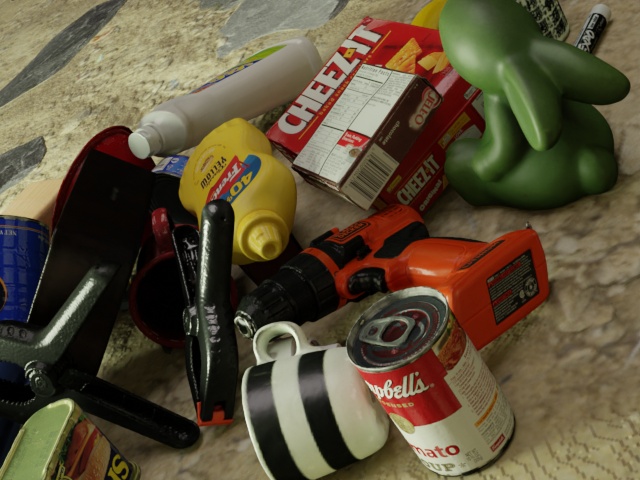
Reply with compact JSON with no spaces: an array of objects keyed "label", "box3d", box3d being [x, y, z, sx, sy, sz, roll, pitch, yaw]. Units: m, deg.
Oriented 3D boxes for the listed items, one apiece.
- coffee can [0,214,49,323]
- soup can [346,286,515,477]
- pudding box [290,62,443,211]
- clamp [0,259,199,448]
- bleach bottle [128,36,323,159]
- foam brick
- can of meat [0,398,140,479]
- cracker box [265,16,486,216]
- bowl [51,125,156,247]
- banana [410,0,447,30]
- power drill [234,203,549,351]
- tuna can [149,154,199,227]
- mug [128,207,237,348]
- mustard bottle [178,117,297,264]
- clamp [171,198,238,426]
[{"label":"coffee can","box3d":[-0.312,0.056,1.025,0.103,0.102,0.140,-13,73,33]},{"label":"soup can","box3d":[0.069,0.087,0.653,0.068,0.102,0.068,-25,30,15]},{"label":"pudding box","box3d":[0.037,-0.087,0.869,0.113,0.039,0.090,-54,30,-4]},{"label":"clamp","box3d":[-0.207,0.091,0.825,0.210,0.164,0.036,-3,27,22]},{"label":"bleach bottle","box3d":[-0.105,-0.147,1.149,0.103,0.068,0.250,-10,18,41]},{"label":"foam brick","box3d":[-0.056,0.001,0.964,0.051,0.053,0.078,-38,28,-7]},{"label":"can of meat","box3d":[-0.189,0.181,0.793,0.058,0.084,0.102,-20,31,23]},{"label":"cracker box","box3d":[0.061,-0.118,0.978,0.164,0.072,0.214,-50,32,-6]},{"label":"bowl","box3d":[-0.211,-0.036,1.115,0.055,0.162,0.162,22,53,16]},{"label":"banana","box3d":[0.120,-0.212,1.124,0.070,0.037,0.197,-14,35,33]},{"label":"power drill","box3d":[0.053,0.030,0.768,0.184,0.057,0.188,-33,27,-33]},{"label":"tuna can","box3d":[-0.137,-0.045,1.083,0.086,0.086,0.033,-8,36,38]},{"label":"mug","box3d":[-0.125,0.026,0.938,0.093,0.117,0.081,-19,25,0]},{"label":"mustard bottle","box3d":[-0.066,-0.032,0.904,0.096,0.058,0.192,-49,30,8]},{"label":"clamp","box3d":[-0.084,0.052,0.815,0.039,0.171,0.120,-6,-16,-16]}]
